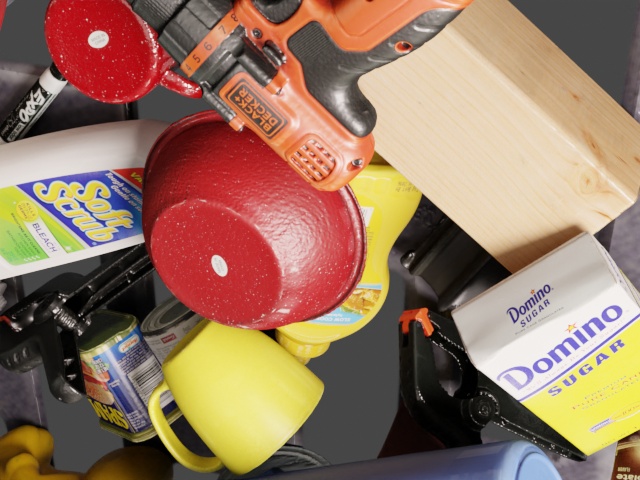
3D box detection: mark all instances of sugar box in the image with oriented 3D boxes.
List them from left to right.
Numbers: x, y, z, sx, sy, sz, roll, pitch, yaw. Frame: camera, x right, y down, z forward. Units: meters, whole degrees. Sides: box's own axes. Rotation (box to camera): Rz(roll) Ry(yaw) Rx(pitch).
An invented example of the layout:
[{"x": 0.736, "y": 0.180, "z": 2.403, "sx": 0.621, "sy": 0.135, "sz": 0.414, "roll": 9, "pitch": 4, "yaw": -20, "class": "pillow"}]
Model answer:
[{"x": 0.161, "y": 0.069, "z": 0.643, "sx": 0.093, "sy": 0.048, "sz": 0.176, "roll": -33, "pitch": 141, "yaw": 18, "class": "sugar box"}]

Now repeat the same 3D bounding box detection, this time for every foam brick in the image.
[{"x": 0.072, "y": 0.164, "z": 0.791, "sx": 0.053, "sy": 0.078, "sz": 0.051, "roll": 16, "pitch": 124, "yaw": 13, "class": "foam brick"}]

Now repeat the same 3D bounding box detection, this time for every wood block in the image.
[{"x": 0.082, "y": -0.087, "z": 0.620, "sx": 0.206, "sy": 0.090, "sz": 0.091, "roll": 41, "pitch": 127, "yaw": -6, "class": "wood block"}]

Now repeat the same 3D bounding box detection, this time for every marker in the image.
[{"x": -0.205, "y": -0.103, "z": 0.775, "sx": 0.020, "sy": 0.020, "sz": 0.121, "roll": 45, "pitch": 127, "yaw": -8, "class": "marker"}]

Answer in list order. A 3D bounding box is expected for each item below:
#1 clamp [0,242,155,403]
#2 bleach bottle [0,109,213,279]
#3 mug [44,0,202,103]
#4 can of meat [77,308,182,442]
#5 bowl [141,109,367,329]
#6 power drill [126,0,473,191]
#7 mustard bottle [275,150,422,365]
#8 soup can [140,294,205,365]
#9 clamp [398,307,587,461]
[{"x": -0.198, "y": 0.065, "z": 0.808, "sx": 0.210, "sy": 0.164, "sz": 0.036, "roll": -18, "pitch": 123, "yaw": 41, "class": "clamp"}, {"x": -0.145, "y": -0.044, "z": 0.753, "sx": 0.251, "sy": 0.068, "sz": 0.102, "roll": -14, "pitch": 122, "yaw": 22, "class": "bleach bottle"}, {"x": -0.111, "y": -0.131, "z": 0.678, "sx": 0.117, "sy": 0.081, "sz": 0.093, "roll": 39, "pitch": 127, "yaw": -4, "class": "mug"}, {"x": -0.159, "y": 0.104, "z": 0.847, "sx": 0.102, "sy": 0.057, "sz": 0.084, "roll": 2, "pitch": 124, "yaw": 58, "class": "can of meat"}, {"x": -0.054, "y": 0.001, "z": 0.674, "sx": 0.162, "sy": 0.055, "sz": 0.162, "roll": 13, "pitch": 126, "yaw": 18, "class": "bowl"}, {"x": -0.003, "y": -0.132, "z": 0.534, "sx": 0.184, "sy": 0.057, "sz": 0.188, "roll": 43, "pitch": 131, "yaw": -12, "class": "power drill"}, {"x": 0.003, "y": 0.014, "z": 0.733, "sx": 0.096, "sy": 0.058, "sz": 0.192, "roll": 8, "pitch": 127, "yaw": -9, "class": "mustard bottle"}, {"x": -0.083, "y": 0.090, "z": 0.815, "sx": 0.069, "sy": 0.068, "sz": 0.102, "roll": -21, "pitch": 110, "yaw": 32, "class": "soup can"}, {"x": 0.102, "y": 0.128, "z": 0.740, "sx": 0.171, "sy": 0.120, "sz": 0.039, "roll": 48, "pitch": 150, "yaw": -6, "class": "clamp"}]
